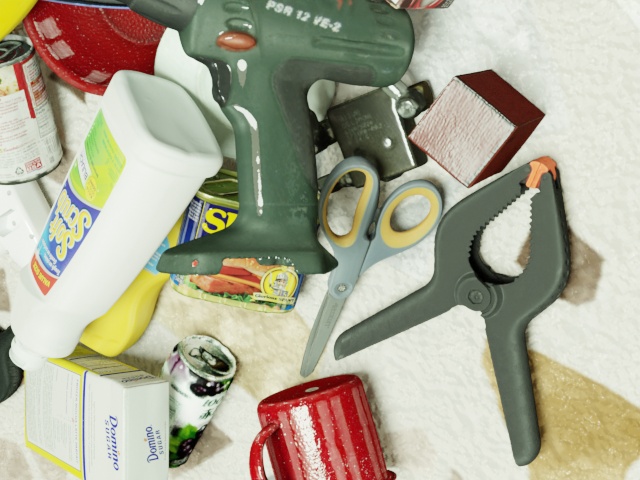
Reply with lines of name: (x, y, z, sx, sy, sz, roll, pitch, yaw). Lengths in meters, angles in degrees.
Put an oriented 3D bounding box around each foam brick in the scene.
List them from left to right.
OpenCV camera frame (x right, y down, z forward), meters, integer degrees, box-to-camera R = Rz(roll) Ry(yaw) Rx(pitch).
foam brick: (0.102, -0.074, 0.689, 0.051, 0.078, 0.053, 42, 114, 12)

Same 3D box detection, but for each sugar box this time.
sugar box: (-0.183, 0.142, 0.860, 0.177, 0.048, 0.093, 10, 101, 48)

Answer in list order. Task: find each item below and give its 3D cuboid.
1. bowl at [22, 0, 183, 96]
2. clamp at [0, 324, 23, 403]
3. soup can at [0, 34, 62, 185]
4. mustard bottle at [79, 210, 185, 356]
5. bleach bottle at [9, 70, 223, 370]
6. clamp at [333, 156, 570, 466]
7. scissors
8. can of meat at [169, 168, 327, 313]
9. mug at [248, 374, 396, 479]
bowl: (-0.148, -0.190, 0.797, 0.162, 0.055, 0.162, 7, 105, 25)
clamp: (-0.304, 0.082, 0.946, 0.120, 0.039, 0.172, 35, 117, 10)
soup can: (-0.248, -0.103, 0.846, 0.069, 0.068, 0.102, 9, 126, 24)
mustard bottle: (-0.146, -0.004, 0.840, 0.096, 0.058, 0.192, 42, 117, 10)
bleach bottle: (-0.163, 0.005, 0.769, 0.251, 0.067, 0.103, -56, 44, 28)
clamp: (0.102, 0.036, 0.738, 0.165, 0.036, 0.210, 21, 110, 18)
scissors: (0.035, 0.025, 0.776, 0.096, 0.016, 0.202, -3, 129, -6)
can of meat: (-0.055, 0.001, 0.782, 0.102, 0.057, 0.084, 13, 114, -9)
mug: (-0.007, 0.151, 0.781, 0.093, 0.117, 0.081, -15, 91, 47)
